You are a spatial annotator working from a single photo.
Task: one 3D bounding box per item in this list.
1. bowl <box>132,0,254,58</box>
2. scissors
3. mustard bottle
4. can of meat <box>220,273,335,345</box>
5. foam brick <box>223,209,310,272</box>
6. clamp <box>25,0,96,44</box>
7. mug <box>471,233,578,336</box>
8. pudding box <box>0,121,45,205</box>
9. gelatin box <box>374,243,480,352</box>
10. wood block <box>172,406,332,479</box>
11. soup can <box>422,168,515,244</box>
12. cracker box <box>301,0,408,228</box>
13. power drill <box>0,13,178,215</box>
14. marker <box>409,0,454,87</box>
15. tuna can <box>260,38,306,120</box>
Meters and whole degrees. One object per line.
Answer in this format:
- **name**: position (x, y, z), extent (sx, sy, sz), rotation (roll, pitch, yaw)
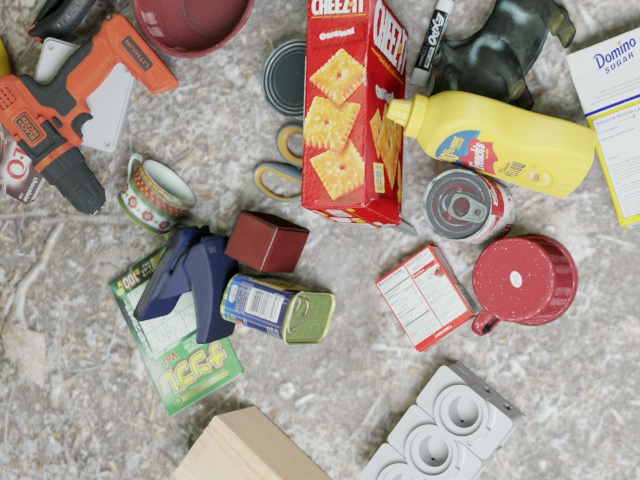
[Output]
- **bowl**: position (-0.132, -0.281, 1.207), extent (0.162, 0.055, 0.162), rotation (-1, 87, 24)
- **scissors**: position (0.020, -0.069, 1.152), extent (0.202, 0.016, 0.096), rotation (12, 93, 24)
- **mustard bottle**: position (0.156, -0.098, 1.010), extent (0.191, 0.096, 0.058), rotation (17, 71, -2)
- **can of meat**: position (-0.045, 0.070, 1.129), extent (0.084, 0.102, 0.057), rotation (17, 94, 26)
- **foam brick**: position (-0.058, 0.001, 1.150), extent (0.053, 0.078, 0.051), rotation (25, 98, 25)
- **clamp**: position (-0.276, -0.313, 1.268), extent (0.210, 0.036, 0.164), rotation (-33, 42, 32)
- **mug**: position (0.187, 0.047, 1.035), extent (0.093, 0.081, 0.117), rotation (47, 106, 19)
- **pudding box**: position (-0.367, -0.113, 1.299), extent (0.090, 0.039, 0.113), rotation (28, 102, -4)
- **gelatin box**: position (0.110, 0.059, 1.098), extent (0.073, 0.030, 0.089), rotation (-37, 74, 20)
- **wood block**: position (-0.043, 0.280, 1.124), extent (0.206, 0.090, 0.090), rotation (41, 104, 20)
- **soup can**: position (0.148, -0.031, 1.045), extent (0.069, 0.102, 0.068), rotation (-1, 87, 24)
- **cracker box**: position (0.038, -0.126, 1.056), extent (0.072, 0.164, 0.214), rotation (1, 84, 17)
- **power drill**: position (-0.253, -0.146, 1.191), extent (0.187, 0.057, 0.184), rotation (-39, 98, 0)
- **marker**: position (0.121, -0.220, 1.110), extent (0.020, 0.020, 0.121), rotation (21, 97, 23)
- **tuna can**: position (-0.020, -0.174, 1.164), extent (0.086, 0.033, 0.086), rotation (-1, 87, 24)
